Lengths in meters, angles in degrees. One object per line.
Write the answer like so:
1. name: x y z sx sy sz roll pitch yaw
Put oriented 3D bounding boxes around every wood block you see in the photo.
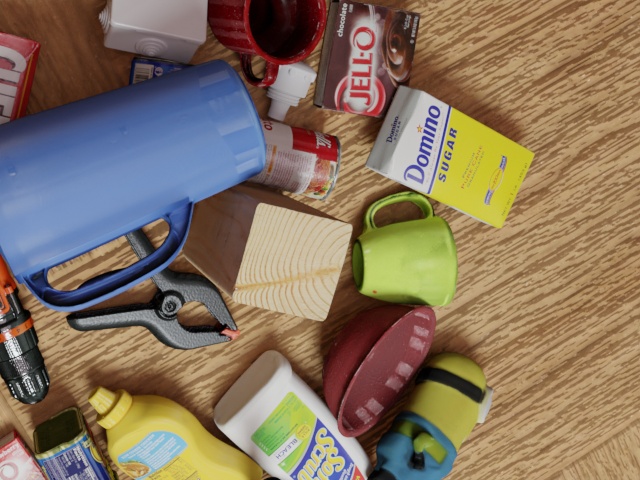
1. wood block: -0.057 0.002 1.000 0.090 0.206 0.090 14 95 -21

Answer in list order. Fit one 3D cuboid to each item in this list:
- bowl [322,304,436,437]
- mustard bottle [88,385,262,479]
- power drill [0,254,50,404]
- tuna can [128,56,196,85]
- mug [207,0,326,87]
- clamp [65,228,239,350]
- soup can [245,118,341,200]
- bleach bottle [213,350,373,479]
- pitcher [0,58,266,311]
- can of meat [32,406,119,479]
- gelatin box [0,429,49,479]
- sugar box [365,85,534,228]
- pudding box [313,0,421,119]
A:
1. bowl: 0.051 0.124 1.115 0.161 0.055 0.162 -41 150 -30
2. mustard bottle: -0.156 0.210 1.076 0.096 0.058 0.191 -37 112 27
3. power drill: -0.363 0.097 0.995 0.187 0.057 0.184 -23 102 -17
4. tuna can: -0.138 -0.151 1.010 0.086 0.086 0.034 7 96 -20
5. mug: -0.055 -0.206 1.021 0.093 0.082 0.117 -6 106 -36
6. clamp: -0.164 0.068 1.066 0.171 0.039 0.120 36 93 -21
7. soup can: -0.039 -0.083 1.065 0.102 0.069 0.068 11 96 -20
8. bleach bottle: 0.005 0.233 1.141 0.102 0.068 0.250 -47 112 -3
9. pitcher: -0.170 -0.057 0.912 0.242 0.145 0.149 -22 127 -13
10. can of meat: -0.237 0.218 1.036 0.057 0.102 0.084 -27 105 -12
11. gelatin box: -0.317 0.242 1.050 0.089 0.030 0.073 -33 108 -11
12. sugar box: 0.138 -0.085 1.116 0.176 0.048 0.093 21 93 -37
13. pudding box: 0.047 -0.184 1.091 0.090 0.039 0.113 6 98 -20
